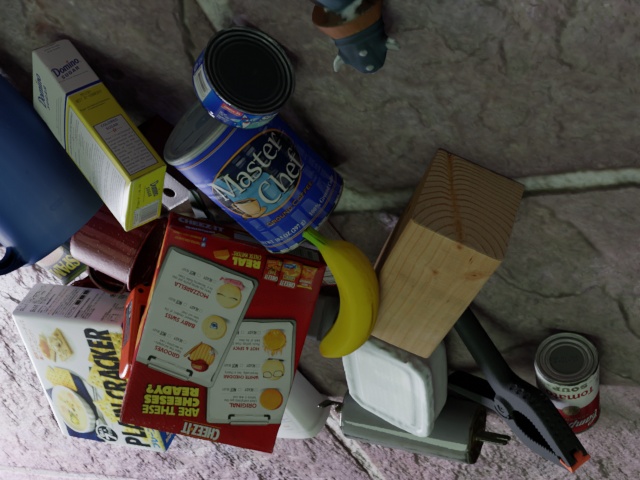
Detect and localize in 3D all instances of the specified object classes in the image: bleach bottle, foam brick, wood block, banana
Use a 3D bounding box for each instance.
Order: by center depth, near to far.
[{"bbox_3d":[0.108,0.019,1.032,0.090,0.090,0.206,24,146,0],"label":"wood block"},{"bbox_3d":[0.025,0.059,1.032,0.070,0.037,0.198,27,145,27],"label":"banana"},{"bbox_3d":[-0.161,-0.080,1.093,0.078,0.051,0.053,39,143,-21],"label":"foam brick"},{"bbox_3d":[-0.091,0.157,1.367,0.103,0.068,0.250,-7,133,37],"label":"bleach bottle"}]

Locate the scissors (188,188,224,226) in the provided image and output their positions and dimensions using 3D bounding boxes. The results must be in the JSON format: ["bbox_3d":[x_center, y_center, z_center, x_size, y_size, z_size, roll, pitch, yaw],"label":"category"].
[{"bbox_3d":[-0.105,-0.015,1.132,0.096,0.016,0.202,18,165,-9],"label":"scissors"}]

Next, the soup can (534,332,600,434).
[{"bbox_3d":[0.265,0.153,1.141,0.069,0.068,0.102,8,143,21],"label":"soup can"}]

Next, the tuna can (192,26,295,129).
[{"bbox_3d":[-0.067,-0.140,0.924,0.086,0.086,0.034,32,147,-13],"label":"tuna can"}]

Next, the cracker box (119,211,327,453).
[{"bbox_3d":[-0.102,0.095,1.097,0.164,0.072,0.214,14,103,-9],"label":"cracker box"}]

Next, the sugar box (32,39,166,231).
[{"bbox_3d":[-0.215,-0.102,1.030,0.176,0.048,0.093,53,152,19],"label":"sugar box"}]

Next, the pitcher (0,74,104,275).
[{"bbox_3d":[-0.346,-0.091,1.095,0.145,0.149,0.242,-34,112,18],"label":"pitcher"}]

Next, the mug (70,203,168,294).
[{"bbox_3d":[-0.233,0.009,1.217,0.081,0.093,0.117,25,121,7],"label":"mug"}]

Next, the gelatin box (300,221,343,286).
[{"bbox_3d":[-0.008,0.012,1.147,0.073,0.030,0.089,-11,134,38],"label":"gelatin box"}]

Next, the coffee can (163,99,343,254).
[{"bbox_3d":[-0.062,-0.069,1.002,0.103,0.102,0.140,-18,128,45],"label":"coffee can"}]

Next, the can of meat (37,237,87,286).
[{"bbox_3d":[-0.316,0.000,1.293,0.084,0.057,0.102,38,144,-17],"label":"can of meat"}]

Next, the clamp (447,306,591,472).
[{"bbox_3d":[0.203,0.162,1.146,0.210,0.036,0.164,41,157,39],"label":"clamp"}]

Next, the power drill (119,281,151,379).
[{"bbox_3d":[-0.127,0.127,1.196,0.187,0.184,0.057,10,150,-21],"label":"power drill"}]
